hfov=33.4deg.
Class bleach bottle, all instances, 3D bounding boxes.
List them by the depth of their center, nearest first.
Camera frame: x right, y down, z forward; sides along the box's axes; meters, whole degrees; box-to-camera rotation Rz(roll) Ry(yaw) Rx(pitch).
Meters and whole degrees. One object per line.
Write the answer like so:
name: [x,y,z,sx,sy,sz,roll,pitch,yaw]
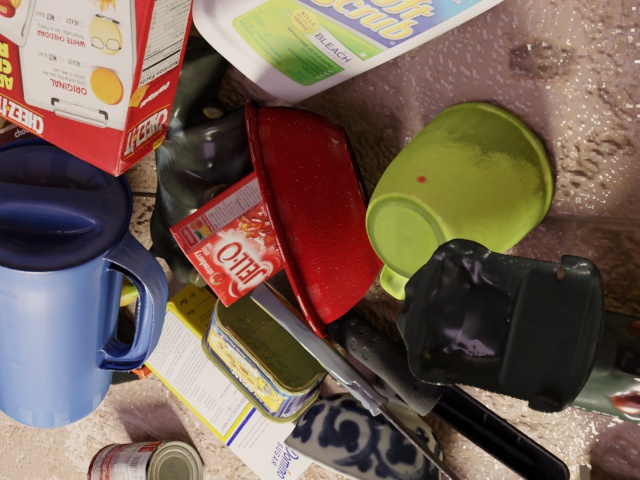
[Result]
bleach bottle: [0.044,-0.157,0.589,0.102,0.068,0.251,39,143,-29]

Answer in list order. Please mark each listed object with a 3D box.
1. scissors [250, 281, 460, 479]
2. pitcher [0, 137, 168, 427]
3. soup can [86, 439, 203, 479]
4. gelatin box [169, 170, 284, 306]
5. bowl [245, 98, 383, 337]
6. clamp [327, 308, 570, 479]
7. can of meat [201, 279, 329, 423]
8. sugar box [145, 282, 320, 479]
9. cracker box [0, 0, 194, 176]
scissors: [0.028,0.101,0.735,0.201,0.016,0.096,44,178,-5]
pitcher: [-0.212,0.051,0.858,0.243,0.144,0.149,103,150,-48]
soup can: [-0.170,0.228,1.030,0.102,0.068,0.068,-14,106,44]
gelatin box: [-0.055,0.001,0.745,0.030,0.073,0.089,53,175,31]
bowl: [0.003,-0.022,0.691,0.055,0.162,0.162,-18,108,6]
clamp: [0.067,0.096,0.723,0.164,0.036,0.210,38,177,-33]
can of meat: [-0.041,0.083,0.815,0.102,0.057,0.084,45,158,9]
sugar box: [-0.069,0.124,0.894,0.176,0.048,0.093,42,136,7]
cracker box: [-0.158,-0.172,0.663,0.164,0.072,0.214,27,126,13]
